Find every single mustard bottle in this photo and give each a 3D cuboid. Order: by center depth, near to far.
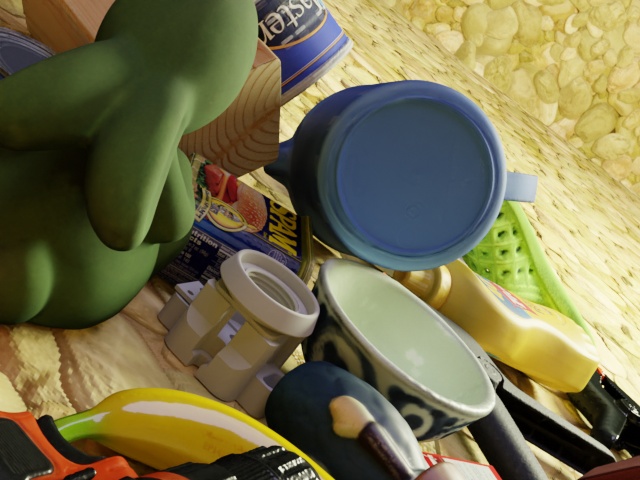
[{"bbox_3d":[0.126,0.058,0.825,0.191,0.058,0.096,26,11,-36],"label":"mustard bottle"}]

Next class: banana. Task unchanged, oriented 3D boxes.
[{"bbox_3d":[-0.020,0.116,0.441,0.198,0.037,0.069,34,47,-3],"label":"banana"}]

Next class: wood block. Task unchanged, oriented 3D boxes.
[{"bbox_3d":[-0.119,-0.130,0.713,0.090,0.090,0.206,-26,56,-22],"label":"wood block"}]

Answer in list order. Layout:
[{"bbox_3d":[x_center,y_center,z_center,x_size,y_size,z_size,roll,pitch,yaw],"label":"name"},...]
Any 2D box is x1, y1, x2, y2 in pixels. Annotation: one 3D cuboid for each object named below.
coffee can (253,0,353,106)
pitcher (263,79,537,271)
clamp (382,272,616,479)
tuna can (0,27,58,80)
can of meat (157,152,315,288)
[{"bbox_3d":[-0.056,-0.178,0.823,0.140,0.103,0.103,53,14,-15],"label":"coffee can"},{"bbox_3d":[0.056,-0.044,0.707,0.145,0.149,0.243,53,0,-6],"label":"pitcher"},{"bbox_3d":[0.111,0.103,0.725,0.210,0.036,0.164,47,19,26],"label":"clamp"},{"bbox_3d":[-0.175,-0.090,0.645,0.086,0.034,0.086,34,18,-13],"label":"tuna can"},{"bbox_3d":[-0.054,0.001,0.622,0.084,0.057,0.102,31,18,-13],"label":"can of meat"}]
